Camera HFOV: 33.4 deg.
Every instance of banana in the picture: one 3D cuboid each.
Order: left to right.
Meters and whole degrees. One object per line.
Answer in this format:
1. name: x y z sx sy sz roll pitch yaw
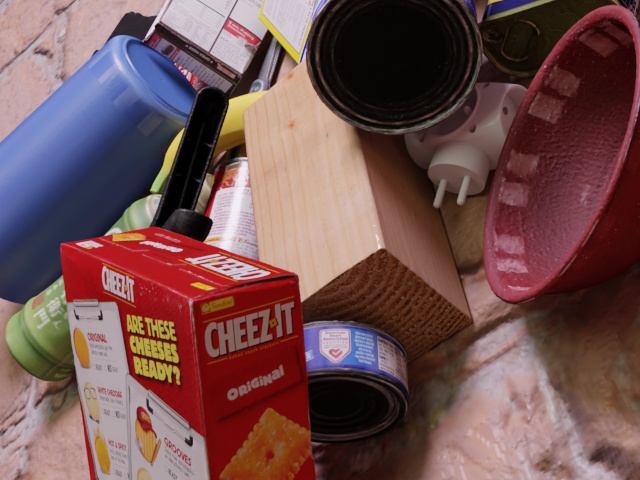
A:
1. banana: -0.052 -0.086 0.848 0.198 0.037 0.069 -15 69 31

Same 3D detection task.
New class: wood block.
1. wood block: 0.016 -0.021 0.688 0.090 0.090 0.206 -36 39 23

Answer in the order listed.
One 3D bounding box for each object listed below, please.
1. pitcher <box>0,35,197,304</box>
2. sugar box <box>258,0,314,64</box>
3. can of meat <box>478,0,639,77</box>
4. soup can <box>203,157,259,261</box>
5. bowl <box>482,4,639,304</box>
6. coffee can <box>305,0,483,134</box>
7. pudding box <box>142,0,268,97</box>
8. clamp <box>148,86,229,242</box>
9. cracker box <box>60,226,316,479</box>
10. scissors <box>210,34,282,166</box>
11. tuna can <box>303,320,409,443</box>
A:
1. pitcher: -0.217 -0.067 0.958 0.243 0.144 0.149 -41 47 19
2. sugar box: 0.007 -0.185 0.854 0.176 0.048 0.093 55 130 51
3. can of meat: 0.155 -0.160 0.678 0.102 0.057 0.084 -10 52 45
4. soup can: -0.055 0.001 0.770 0.069 0.068 0.102 -16 50 40
5. bowl: 0.144 -0.037 0.555 0.162 0.055 0.162 -163 90 -79
6. coffee can: 0.046 -0.145 0.669 0.103 0.102 0.140 -34 26 25
7. pudding box: -0.092 -0.196 0.942 0.039 0.090 0.113 -40 23 52
8. clamp: -0.111 0.001 0.760 0.164 0.036 0.210 -85 19 -47
9. cracker box: -0.072 0.110 0.598 0.164 0.071 0.214 15 114 53
10. scissors: -0.068 -0.114 0.923 0.096 0.016 0.201 -25 45 28
11. tuna can: 0.008 0.083 0.614 0.086 0.086 0.033 -28 44 31
